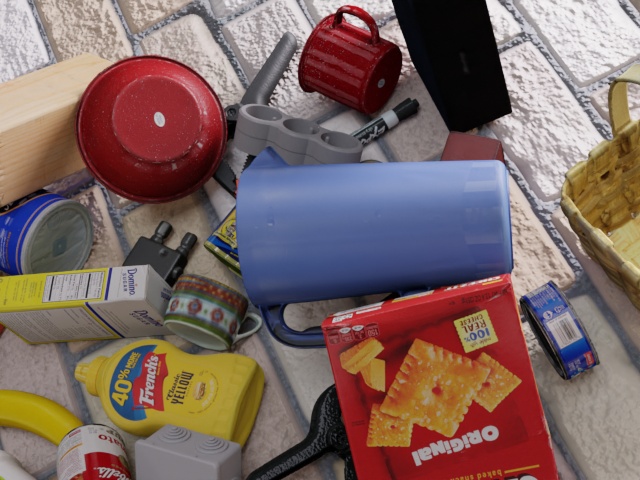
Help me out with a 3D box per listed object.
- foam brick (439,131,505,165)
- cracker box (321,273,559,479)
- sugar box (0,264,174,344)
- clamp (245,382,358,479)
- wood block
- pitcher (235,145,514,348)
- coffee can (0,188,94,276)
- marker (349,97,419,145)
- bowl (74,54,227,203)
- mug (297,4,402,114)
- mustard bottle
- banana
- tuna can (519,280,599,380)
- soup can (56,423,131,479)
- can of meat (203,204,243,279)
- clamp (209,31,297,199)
[{"bbox_3d":[0.150,-0.062,1.049,0.053,0.078,0.051,11,65,22],"label":"foam brick"},{"bbox_3d":[0.105,0.150,0.897,0.164,0.072,0.214,-13,92,11],"label":"cracker box"},{"bbox_3d":[-0.240,0.067,1.095,0.176,0.093,0.048,-7,61,13],"label":"sugar box"},{"bbox_3d":[0.025,0.195,0.972,0.120,0.039,0.171,37,74,7],"label":"clamp"},{"bbox_3d":[-0.298,-0.124,1.155,0.090,0.091,0.205,24,36,28],"label":"wood block"},{"bbox_3d":[0.051,0.000,0.968,0.243,0.149,0.145,-4,39,11],"label":"pitcher"},{"bbox_3d":[-0.333,-0.016,1.162,0.140,0.102,0.102,21,71,26],"label":"coffee can"},{"bbox_3d":[0.053,-0.117,1.143,0.121,0.020,0.020,-32,58,-1],"label":"marker"},{"bbox_3d":[-0.173,-0.121,1.110,0.162,0.055,0.162,1,84,-14],"label":"bowl"},{"bbox_3d":[0.036,-0.196,1.139,0.082,0.117,0.093,29,45,23],"label":"mug"},{"bbox_3d":[-0.156,0.146,1.046,0.192,0.058,0.096,9,66,22],"label":"mustard bottle"},{"bbox_3d":[-0.315,0.185,1.087,0.198,0.037,0.069,-1,61,15],"label":"banana"},{"bbox_3d":[0.211,0.080,0.949,0.034,0.086,0.086,-29,58,2],"label":"tuna can"},{"bbox_3d":[-0.210,0.225,0.992,0.068,0.068,0.102,-32,28,-1],"label":"soup can"},{"bbox_3d":[-0.057,0.001,1.093,0.102,0.057,0.084,33,78,29],"label":"can of meat"},{"bbox_3d":[-0.087,-0.140,1.189,0.164,0.036,0.210,-19,61,5],"label":"clamp"}]
